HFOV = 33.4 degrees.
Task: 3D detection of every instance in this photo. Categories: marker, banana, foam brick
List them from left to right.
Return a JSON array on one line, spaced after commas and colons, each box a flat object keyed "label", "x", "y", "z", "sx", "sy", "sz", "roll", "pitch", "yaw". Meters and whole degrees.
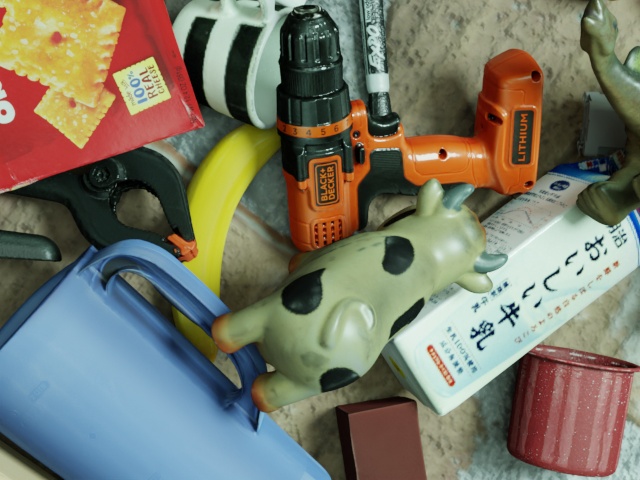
[{"label": "banana", "x": -0.070, "y": -0.010, "z": 0.770, "sx": 0.069, "sy": 0.037, "sz": 0.198, "roll": 25, "pitch": 85, "yaw": -6}, {"label": "marker", "x": 0.041, "y": -0.143, "z": 0.802, "sx": 0.020, "sy": 0.020, "sz": 0.121, "roll": -5, "pitch": 89, "yaw": -10}, {"label": "foam brick", "x": 0.045, "y": 0.156, "z": 0.780, "sx": 0.053, "sy": 0.051, "sz": 0.078, "roll": -8, "pitch": 90, "yaw": -9}]

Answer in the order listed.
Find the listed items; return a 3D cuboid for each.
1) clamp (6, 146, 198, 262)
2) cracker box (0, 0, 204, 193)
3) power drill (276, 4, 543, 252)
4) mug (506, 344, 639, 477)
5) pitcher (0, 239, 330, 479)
[{"label": "clamp", "x": -0.160, "y": -0.038, "z": 0.743, "sx": 0.120, "sy": 0.039, "sz": 0.171, "roll": -42, "pitch": 78, "yaw": 0}, {"label": "cracker box", "x": -0.200, "y": -0.116, "z": 0.668, "sx": 0.213, "sy": 0.072, "sz": 0.164, "roll": -20, "pitch": 99, "yaw": -19}, {"label": "power drill", "x": 0.061, "y": -0.085, "z": 0.755, "sx": 0.187, "sy": 0.057, "sz": 0.184, "roll": -10, "pitch": 123, "yaw": -11}, {"label": "mug", "x": 0.191, "y": 0.126, "z": 0.795, "sx": 0.117, "sy": 0.093, "sz": 0.081, "roll": 7, "pitch": 92, "yaw": -46}, {"label": "pitcher", "x": -0.104, "y": 0.121, "z": 0.713, "sx": 0.242, "sy": 0.149, "sz": 0.145, "roll": 42, "pitch": 67, "yaw": -10}]
